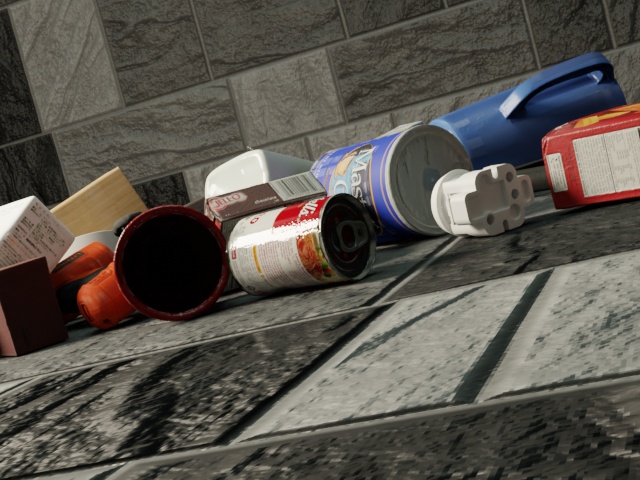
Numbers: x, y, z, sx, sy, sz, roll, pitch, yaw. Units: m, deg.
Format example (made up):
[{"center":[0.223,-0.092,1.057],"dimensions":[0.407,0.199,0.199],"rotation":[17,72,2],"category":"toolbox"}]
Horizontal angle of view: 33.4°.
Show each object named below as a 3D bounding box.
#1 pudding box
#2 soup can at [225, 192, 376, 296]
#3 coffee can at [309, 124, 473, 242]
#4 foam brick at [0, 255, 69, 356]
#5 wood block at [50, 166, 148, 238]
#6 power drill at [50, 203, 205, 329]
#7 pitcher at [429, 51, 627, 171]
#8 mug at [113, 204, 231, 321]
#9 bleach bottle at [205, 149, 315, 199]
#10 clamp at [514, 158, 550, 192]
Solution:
[{"center":[-0.052,-0.007,0.978],"dimensions":[0.113,0.090,0.039],"rotation":[-15,45,-26],"category":"pudding box"},{"center":[-0.016,0.005,0.840],"dimensions":[0.102,0.068,0.068],"rotation":[-12,5,39],"category":"soup can"},{"center":[0.065,-0.049,1.030],"dimensions":[0.102,0.103,0.141],"rotation":[-18,5,-34],"category":"coffee can"},{"center":[-0.266,0.059,0.945],"dimensions":[0.052,0.078,0.051],"rotation":[-18,7,-36],"category":"foam brick"},{"center":[-0.310,0.007,1.288],"dimensions":[0.206,0.090,0.091],"rotation":[-37,11,-17],"category":"wood block"},{"center":[-0.187,0.025,1.032],"dimensions":[0.184,0.057,0.188],"rotation":[-37,14,-37],"category":"power drill"},{"center":[0.259,-0.142,1.349],"dimensions":[0.242,0.149,0.145],"rotation":[-20,14,-19],"category":"pitcher"},{"center":[-0.111,0.018,0.890],"dimensions":[0.117,0.093,0.081],"rotation":[-8,-2,-8],"category":"mug"},{"center":[0.000,-0.043,1.174],"dimensions":[0.103,0.068,0.250],"rotation":[-24,-21,39],"category":"bleach bottle"},{"center":[0.199,-0.063,1.180],"dimensions":[0.210,0.036,0.164],"rotation":[-13,5,30],"category":"clamp"}]
